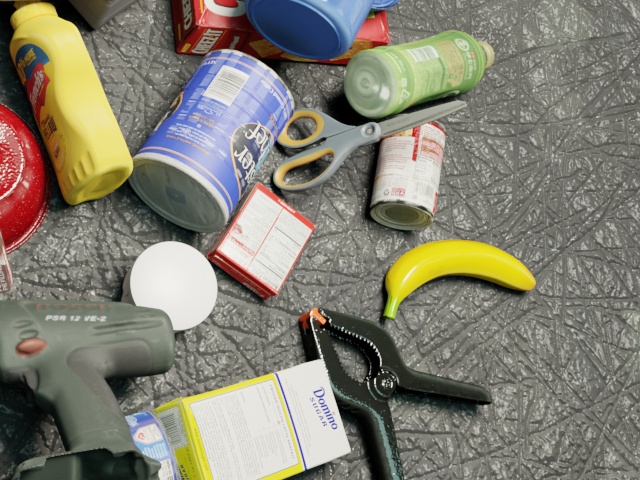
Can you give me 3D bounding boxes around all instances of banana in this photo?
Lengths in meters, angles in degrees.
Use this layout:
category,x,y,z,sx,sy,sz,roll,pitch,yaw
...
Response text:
category,x,y,z,sx,sy,sz,roll,pitch,yaw
banana,0.141,0.033,1.116,0.197,0.037,0.069,-9,96,-28

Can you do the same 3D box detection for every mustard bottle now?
category,x,y,z,sx,sy,sz,roll,pitch,yaw
mustard bottle,-0.228,-0.134,0.943,0.058,0.096,0.191,-18,82,-31

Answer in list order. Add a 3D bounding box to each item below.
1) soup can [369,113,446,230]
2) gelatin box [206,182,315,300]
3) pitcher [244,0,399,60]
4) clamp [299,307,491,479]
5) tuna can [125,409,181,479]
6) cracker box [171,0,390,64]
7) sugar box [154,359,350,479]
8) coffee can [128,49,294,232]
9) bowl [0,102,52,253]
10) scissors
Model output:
category,x,y,z,sx,sy,sz,roll,pitch,yaw
soup can,0.091,-0.070,1.102,0.068,0.069,0.102,19,67,-21
gelatin box,-0.057,0.001,1.027,0.073,0.030,0.089,37,62,-14
pitcher,0.026,-0.291,1.029,0.149,0.145,0.242,23,68,0
clamp,0.054,0.152,1.031,0.210,0.036,0.164,40,60,-8
tuna can,-0.148,0.186,0.888,0.033,0.086,0.086,-14,81,-28
cracker box,-0.044,-0.272,1.095,0.213,0.072,0.164,0,74,-26
sugar box,-0.056,0.168,0.939,0.175,0.048,0.093,-7,77,-50
coffee can,-0.100,-0.092,0.991,0.102,0.103,0.140,36,61,-13
bowl,-0.303,-0.063,0.907,0.161,0.055,0.162,8,71,-25
scissors,0.036,-0.117,1.048,0.016,0.202,0.096,39,24,-60
